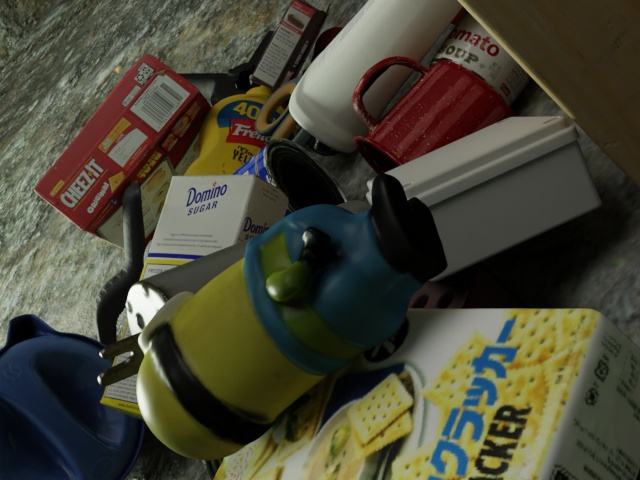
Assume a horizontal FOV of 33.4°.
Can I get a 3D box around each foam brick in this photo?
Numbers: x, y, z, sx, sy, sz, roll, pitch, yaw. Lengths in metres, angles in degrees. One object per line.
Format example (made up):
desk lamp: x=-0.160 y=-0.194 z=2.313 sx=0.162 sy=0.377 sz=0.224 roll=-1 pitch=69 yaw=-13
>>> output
foam brick: x=0.074 y=0.051 z=0.629 sx=0.078 sy=0.051 sz=0.053 roll=-13 pitch=44 yaw=52

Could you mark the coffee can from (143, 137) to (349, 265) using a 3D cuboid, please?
coffee can: x=-0.056 y=0.001 z=0.844 sx=0.140 sy=0.102 sz=0.103 roll=-38 pitch=29 yaw=25

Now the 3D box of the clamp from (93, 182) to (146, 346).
clamp: x=-0.142 y=0.044 z=0.960 sx=0.039 sy=0.120 sz=0.171 roll=-101 pitch=31 yaw=-77

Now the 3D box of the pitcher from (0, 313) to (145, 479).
pitcher: x=-0.234 y=0.164 z=0.872 sx=0.243 sy=0.145 sz=0.149 roll=-27 pitch=36 yaw=64

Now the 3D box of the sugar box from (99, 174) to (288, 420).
sugar box: x=-0.087 y=0.042 z=0.746 sx=0.094 sy=0.048 sz=0.176 roll=3 pitch=69 yaw=44

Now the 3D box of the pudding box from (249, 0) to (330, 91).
pudding box: x=-0.027 y=-0.191 z=1.018 sx=0.090 sy=0.039 sz=0.113 roll=-61 pitch=8 yaw=15

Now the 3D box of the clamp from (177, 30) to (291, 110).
clamp: x=-0.092 y=-0.167 z=1.146 sx=0.164 sy=0.036 sz=0.210 roll=-21 pitch=30 yaw=-9

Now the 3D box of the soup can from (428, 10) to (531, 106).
soup can: x=0.134 y=-0.150 z=0.779 sx=0.102 sy=0.068 sz=0.069 roll=-54 pitch=26 yaw=-6

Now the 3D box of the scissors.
scissors: x=0.005 y=-0.155 z=0.923 sx=0.201 sy=0.016 sz=0.096 roll=-58 pitch=33 yaw=-5

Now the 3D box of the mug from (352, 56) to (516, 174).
mug: x=0.075 y=-0.076 z=0.729 sx=0.081 sy=0.117 sz=0.093 roll=-47 pitch=6 yaw=-4

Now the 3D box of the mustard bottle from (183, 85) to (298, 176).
mustard bottle: x=-0.066 y=-0.079 z=0.974 sx=0.058 sy=0.096 sz=0.191 roll=-54 pitch=16 yaw=44

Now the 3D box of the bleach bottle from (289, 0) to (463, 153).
bleach bottle: x=0.074 y=-0.177 z=0.771 sx=0.251 sy=0.068 sz=0.102 roll=-47 pitch=11 yaw=40

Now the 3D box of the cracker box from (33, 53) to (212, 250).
cracker box: x=-0.171 y=-0.074 z=1.045 sx=0.164 sy=0.072 sz=0.213 roll=-51 pitch=-10 yaw=-3
